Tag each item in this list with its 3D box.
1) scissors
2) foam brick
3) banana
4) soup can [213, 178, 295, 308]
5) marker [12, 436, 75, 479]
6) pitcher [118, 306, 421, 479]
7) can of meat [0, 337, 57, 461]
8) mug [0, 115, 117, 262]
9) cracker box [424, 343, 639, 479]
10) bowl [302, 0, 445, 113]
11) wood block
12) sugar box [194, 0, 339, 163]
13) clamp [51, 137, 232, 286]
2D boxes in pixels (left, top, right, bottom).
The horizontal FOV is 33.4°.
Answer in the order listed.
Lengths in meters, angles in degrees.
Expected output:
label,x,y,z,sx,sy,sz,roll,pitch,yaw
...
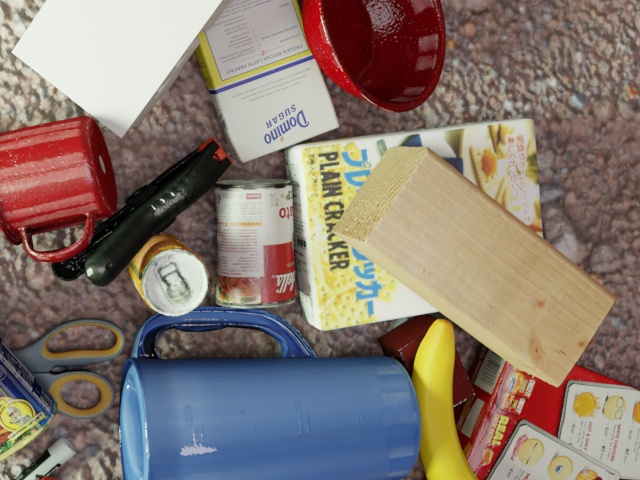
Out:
label,x,y,z,sx,sy,sz,roll,pitch,yaw
scissors,-0.257,0.117,0.882,0.201,0.016,0.096,-14,105,-9
foam brick,0.096,0.114,0.964,0.051,0.053,0.078,-27,103,-11
banana,0.115,0.169,0.922,0.069,0.037,0.198,-22,92,-1
soup can,-0.056,0.001,0.898,0.068,0.069,0.102,-3,97,-16
marker,-0.257,0.211,0.891,0.121,0.020,0.020,-41,106,-8
pitcher,-0.045,0.147,0.895,0.242,0.145,0.149,-2,122,-20
can of meat,-0.273,0.131,0.845,0.102,0.057,0.084,-32,114,4
mug,-0.204,-0.039,0.820,0.081,0.093,0.117,-12,65,0
cracker box,0.225,0.196,1.004,0.213,0.072,0.164,22,91,-19
bowl,0.035,-0.182,0.887,0.161,0.055,0.162,8,78,-46
wood block,0.124,0.019,0.868,0.206,0.091,0.090,36,85,-16
sugar box,-0.057,-0.162,0.889,0.093,0.048,0.176,-21,105,-11
clamp,-0.137,-0.020,0.849,0.171,0.120,0.039,-42,114,-11
